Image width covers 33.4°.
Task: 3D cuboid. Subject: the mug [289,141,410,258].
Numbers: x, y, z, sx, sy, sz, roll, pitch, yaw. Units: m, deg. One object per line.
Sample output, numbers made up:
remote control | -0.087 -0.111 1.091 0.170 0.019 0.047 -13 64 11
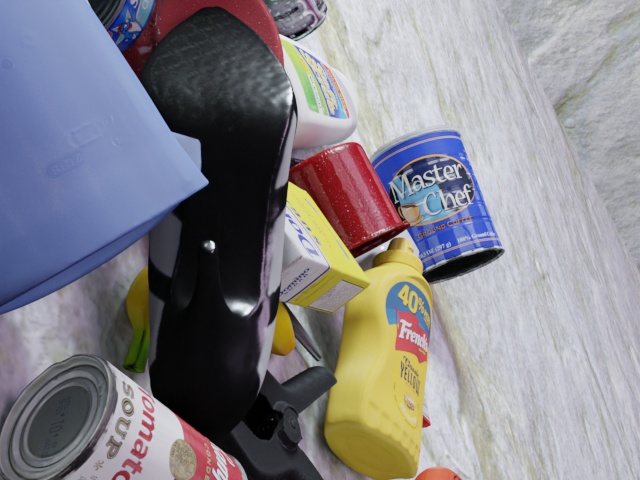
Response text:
mug | 0.013 -0.026 0.877 0.081 0.093 0.117 63 -4 6

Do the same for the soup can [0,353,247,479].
soup can | -0.089 0.105 0.491 0.102 0.069 0.068 48 27 -39

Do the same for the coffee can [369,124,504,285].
coffee can | 0.120 -0.035 1.115 0.102 0.103 0.140 14 55 -65

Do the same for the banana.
banana | -0.068 0.042 0.668 0.197 0.037 0.069 6 91 -64

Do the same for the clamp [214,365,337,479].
clamp | -0.027 0.128 0.663 0.171 0.039 0.120 21 47 -56

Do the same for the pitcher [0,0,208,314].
pitcher | -0.169 -0.084 0.443 0.243 0.145 0.149 59 9 -6

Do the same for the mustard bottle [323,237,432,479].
mustard bottle | 0.051 0.079 0.820 0.096 0.058 0.191 49 40 -41

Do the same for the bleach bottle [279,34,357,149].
bleach bottle | -0.019 -0.131 0.940 0.102 0.068 0.250 66 18 1

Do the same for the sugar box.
sugar box | -0.026 -0.003 0.716 0.093 0.048 0.176 54 6 15
